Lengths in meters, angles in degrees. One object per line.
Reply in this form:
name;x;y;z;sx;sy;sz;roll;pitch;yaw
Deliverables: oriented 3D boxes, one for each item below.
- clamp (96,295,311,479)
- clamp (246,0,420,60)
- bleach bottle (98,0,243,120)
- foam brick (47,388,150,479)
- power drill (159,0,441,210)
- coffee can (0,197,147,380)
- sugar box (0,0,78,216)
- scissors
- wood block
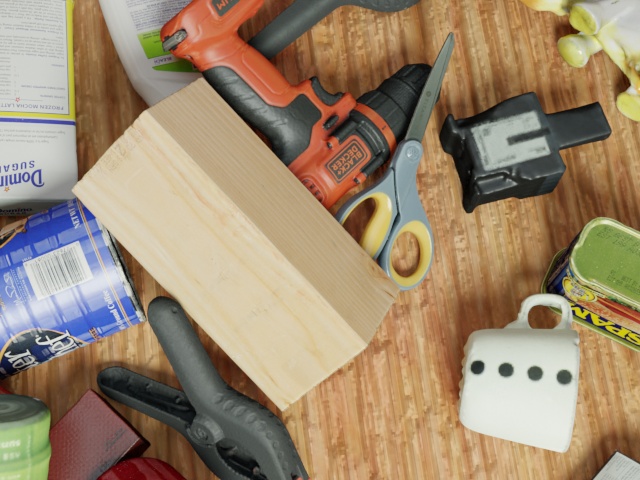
clamp;-0.083;0.124;0.747;0.171;0.120;0.039;50;50;-4
clamp;0.016;-0.236;0.879;0.210;0.036;0.164;-14;71;-8
bleach bottle;-0.124;-0.161;0.842;0.102;0.068;0.251;-14;75;-4
foam brick;-0.166;0.152;0.747;0.053;0.051;0.078;42;77;11
power drill;-0.013;-0.125;0.800;0.184;0.057;0.187;-44;103;-22
coffee can;-0.207;0.037;0.756;0.140;0.103;0.103;-23;74;-8
sugar box;-0.237;-0.107;0.823;0.093;0.048;0.176;1;74;-18
scissors;0.076;-0.048;0.802;0.096;0.016;0.201;39;79;-24
wood block;-0.055;0.001;0.733;0.206;0.090;0.090;47;119;-4
